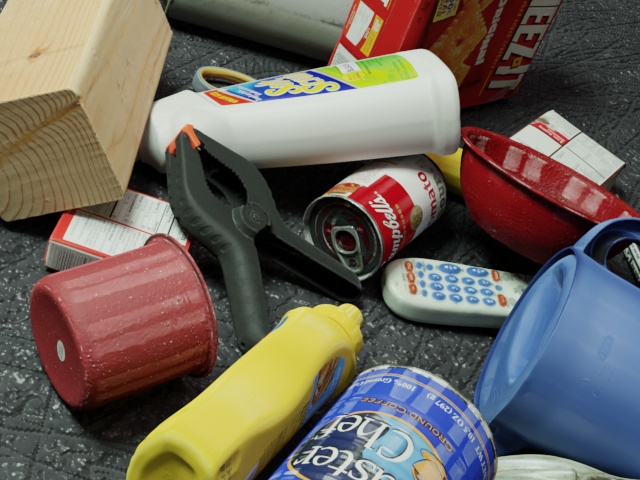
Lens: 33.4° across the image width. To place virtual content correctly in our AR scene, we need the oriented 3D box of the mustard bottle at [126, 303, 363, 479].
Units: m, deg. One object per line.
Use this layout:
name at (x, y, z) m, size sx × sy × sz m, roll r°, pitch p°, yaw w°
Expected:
mustard bottle at (-0.030, 0.091, 0.624) m, size 0.058 × 0.096 × 0.191 m, roll 36°, pitch 43°, yaw 13°

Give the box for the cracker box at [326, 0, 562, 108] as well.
cracker box at (0.118, -0.191, 0.924) m, size 0.213 × 0.164 × 0.072 m, roll -17°, pitch 52°, yaw -41°

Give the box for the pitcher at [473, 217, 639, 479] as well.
pitcher at (0.238, 0.106, 0.706) m, size 0.243 × 0.149 × 0.144 m, roll 28°, pitch 42°, yaw -2°

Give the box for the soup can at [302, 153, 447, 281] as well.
soup can at (0.043, -0.022, 0.797) m, size 0.068 × 0.069 × 0.102 m, roll 38°, pitch 42°, yaw 14°

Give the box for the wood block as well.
wood block at (-0.174, -0.119, 0.747) m, size 0.091 × 0.090 × 0.206 m, roll -10°, pitch 39°, yaw 12°

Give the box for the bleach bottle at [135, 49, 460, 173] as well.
bleach bottle at (-0.031, -0.087, 0.791) m, size 0.250 × 0.068 × 0.102 m, roll -10°, pitch 27°, yaw -7°

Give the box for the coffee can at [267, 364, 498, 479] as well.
coffee can at (0.023, 0.148, 0.585) m, size 0.103 × 0.103 × 0.140 m, roll 36°, pitch 42°, yaw 12°

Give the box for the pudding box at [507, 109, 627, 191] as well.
pudding box at (0.206, -0.062, 0.941) m, size 0.090 × 0.039 × 0.113 m, roll 40°, pitch 45°, yaw 16°

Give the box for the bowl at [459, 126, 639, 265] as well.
bowl at (0.164, -0.024, 0.803) m, size 0.162 × 0.055 × 0.162 m, roll 25°, pitch 18°, yaw -9°

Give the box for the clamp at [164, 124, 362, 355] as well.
clamp at (-0.055, 0.001, 0.723) m, size 0.171 × 0.039 × 0.120 m, roll 47°, pitch 36°, yaw 1°

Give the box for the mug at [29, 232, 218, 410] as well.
mug at (-0.126, 0.047, 0.640) m, size 0.081 × 0.093 × 0.117 m, roll -18°, pitch 28°, yaw -32°

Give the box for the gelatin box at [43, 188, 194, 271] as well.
gelatin box at (-0.132, 0.000, 0.720) m, size 0.089 × 0.030 × 0.073 m, roll 20°, pitch 40°, yaw -7°

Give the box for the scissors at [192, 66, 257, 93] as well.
scissors at (-0.016, -0.087, 0.876) m, size 0.201 × 0.016 × 0.096 m, roll 24°, pitch 43°, yaw -1°
